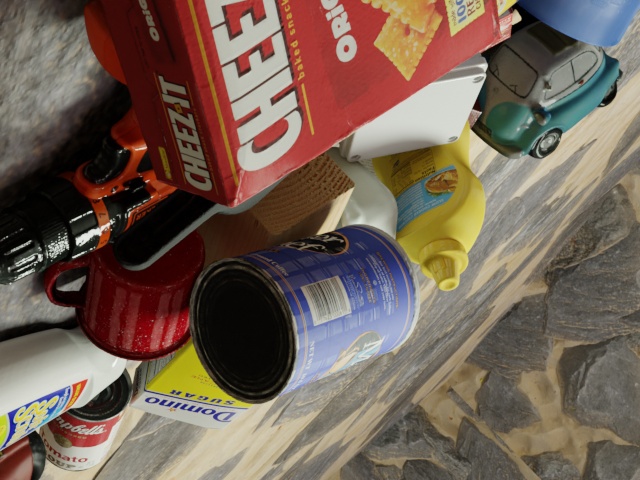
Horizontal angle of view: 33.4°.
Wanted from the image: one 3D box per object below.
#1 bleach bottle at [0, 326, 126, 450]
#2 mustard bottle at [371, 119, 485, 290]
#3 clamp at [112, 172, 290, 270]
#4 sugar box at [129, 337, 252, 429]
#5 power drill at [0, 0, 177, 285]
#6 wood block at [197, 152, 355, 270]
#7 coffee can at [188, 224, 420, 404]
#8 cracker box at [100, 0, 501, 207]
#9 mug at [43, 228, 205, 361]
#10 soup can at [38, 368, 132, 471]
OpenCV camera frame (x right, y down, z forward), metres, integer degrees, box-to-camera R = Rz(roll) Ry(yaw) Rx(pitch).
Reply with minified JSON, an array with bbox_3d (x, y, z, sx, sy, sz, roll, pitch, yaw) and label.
[{"bbox_3d":[-0.223,0.108,0.803,0.103,0.068,0.250,-52,165,30],"label":"bleach bottle"},{"bbox_3d":[0.098,-0.036,0.941,0.096,0.191,0.058,-32,133,28],"label":"mustard bottle"},{"bbox_3d":[-0.062,-0.038,0.666,0.120,0.039,0.171,-49,166,18],"label":"clamp"},{"bbox_3d":[-0.088,0.105,0.896,0.176,0.093,0.048,-47,-149,48],"label":"sugar box"},{"bbox_3d":[-0.118,-0.064,0.624,0.184,0.057,0.188,-36,166,-42],"label":"power drill"},{"bbox_3d":[-0.056,0.001,0.889,0.090,0.091,0.206,-33,162,-31],"label":"wood block"},{"bbox_3d":[-0.009,0.049,0.771,0.140,0.103,0.103,-15,148,-48],"label":"coffee can"},{"bbox_3d":[-0.004,-0.139,0.543,0.213,0.072,0.164,-35,128,-31],"label":"cracker box"},{"bbox_3d":[-0.140,0.027,0.774,0.117,0.093,0.082,1,141,-16],"label":"mug"},{"bbox_3d":[-0.209,0.152,0.941,0.068,0.068,0.102,-32,161,-38],"label":"soup can"}]
